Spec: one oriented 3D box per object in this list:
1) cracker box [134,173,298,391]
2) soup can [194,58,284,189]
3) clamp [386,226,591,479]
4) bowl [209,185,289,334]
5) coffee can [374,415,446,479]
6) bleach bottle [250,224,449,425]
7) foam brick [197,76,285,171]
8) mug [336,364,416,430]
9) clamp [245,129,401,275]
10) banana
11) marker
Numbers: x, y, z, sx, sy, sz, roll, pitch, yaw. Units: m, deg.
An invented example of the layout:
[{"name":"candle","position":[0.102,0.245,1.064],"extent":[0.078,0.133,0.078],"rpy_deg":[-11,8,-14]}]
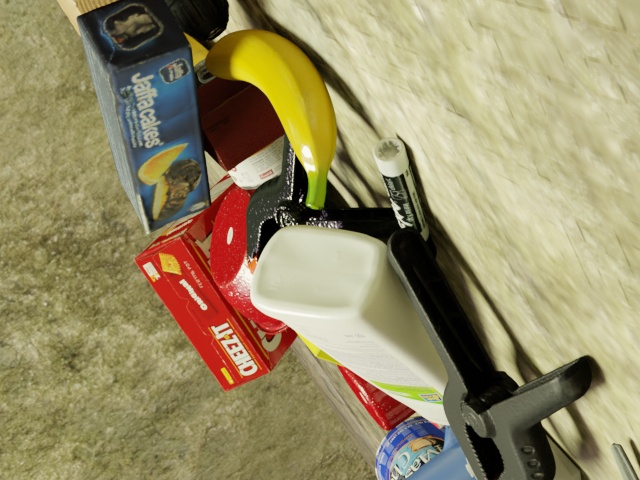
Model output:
[{"name":"cracker box","position":[-0.076,0.027,1.110],"extent":[0.164,0.072,0.213],"rpy_deg":[57,-149,-12]},{"name":"soup can","position":[-0.067,-0.102,0.899],"extent":[0.102,0.068,0.069],"rpy_deg":[58,172,-30]},{"name":"clamp","position":[0.103,0.095,0.678],"extent":[0.165,0.036,0.210],"rpy_deg":[46,158,38]},{"name":"bowl","position":[-0.056,0.001,0.954],"extent":[0.055,0.162,0.162],"rpy_deg":[11,-165,-27]},{"name":"coffee can","position":[0.128,0.258,1.130],"extent":[0.102,0.102,0.140],"rpy_deg":[57,173,-19]},{"name":"bleach bottle","position":[0.054,0.079,0.786],"extent":[0.103,0.068,0.250],"rpy_deg":[8,156,34]},{"name":"foam brick","position":[-0.060,-0.101,0.823],"extent":[0.053,0.078,0.051],"rpy_deg":[62,171,-32]},{"name":"mug","position":[0.064,0.114,0.969],"extent":[0.093,0.081,0.117],"rpy_deg":[58,172,-21]},{"name":"clamp","position":[-0.015,-0.031,0.778],"extent":[0.172,0.039,0.120],"rpy_deg":[-34,80,49]},{"name":"banana","position":[-0.033,-0.102,0.714],"extent":[0.037,0.070,0.198],"rpy_deg":[16,-154,-36]},{"name":"marker","position":[0.055,-0.021,0.670],"extent":[0.020,0.020,0.121],"rpy_deg":[50,171,36]}]
